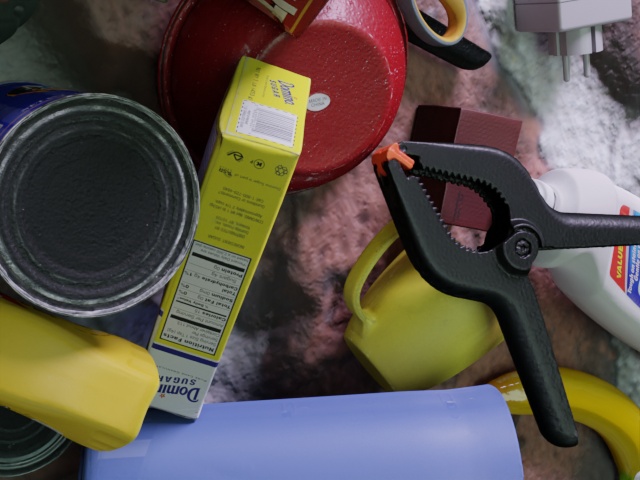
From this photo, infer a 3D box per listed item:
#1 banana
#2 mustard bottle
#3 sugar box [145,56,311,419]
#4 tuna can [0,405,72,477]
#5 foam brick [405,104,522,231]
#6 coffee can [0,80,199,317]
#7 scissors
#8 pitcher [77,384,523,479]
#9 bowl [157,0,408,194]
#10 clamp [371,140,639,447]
[{"bbox_3d":[0.202,0.137,0.818,0.197,0.037,0.069,35,81,-30],"label":"banana"},{"bbox_3d":[-0.178,0.042,0.515,0.191,0.096,0.058,28,80,-25],"label":"mustard bottle"},{"bbox_3d":[-0.053,0.001,0.574,0.048,0.093,0.176,16,122,-6],"label":"sugar box"},{"bbox_3d":[-0.175,0.088,0.599,0.086,0.034,0.086,-6,103,-28],"label":"tuna can"},{"bbox_3d":[0.092,-0.049,0.712,0.052,0.051,0.078,9,95,-30],"label":"foam brick"},{"bbox_3d":[-0.134,-0.027,0.537,0.102,0.140,0.103,-6,102,-28],"label":"coffee can"},{"bbox_3d":[0.050,-0.205,0.613,0.096,0.016,0.201,-48,130,-24],"label":"scissors"},{"bbox_3d":[-0.013,0.148,0.624,0.242,0.149,0.145,1,62,-6],"label":"pitcher"},{"bbox_3d":[-0.010,-0.091,0.621,0.162,0.055,0.162,-10,119,-19],"label":"bowl"},{"bbox_3d":[0.114,0.016,0.646,0.210,0.036,0.164,29,78,-14],"label":"clamp"}]
